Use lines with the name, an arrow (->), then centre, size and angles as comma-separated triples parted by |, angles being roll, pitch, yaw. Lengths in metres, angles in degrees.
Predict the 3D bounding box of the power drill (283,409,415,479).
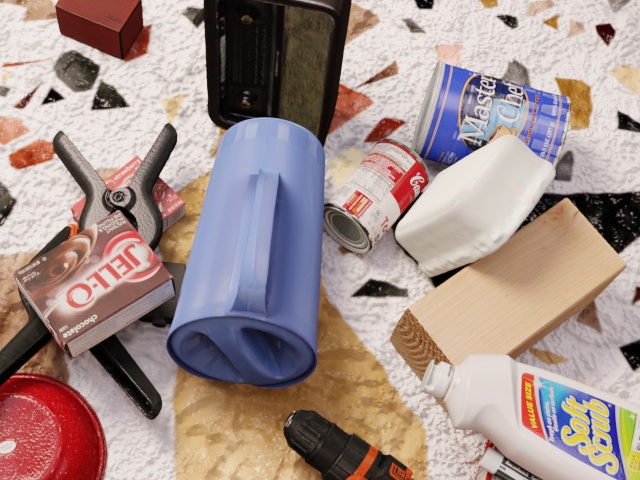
power drill -> 0.032, 0.229, 0.888 | 0.184, 0.187, 0.057 | 35, 109, 1

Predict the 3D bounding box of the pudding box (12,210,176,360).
pudding box -> -0.197, 0.038, 0.939 | 0.113, 0.039, 0.090 | -34, 62, -17

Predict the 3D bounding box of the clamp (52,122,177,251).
clamp -> -0.202, -0.039, 1.021 | 0.120, 0.039, 0.171 | 0, 64, 2

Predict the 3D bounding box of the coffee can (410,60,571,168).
coffee can -> 0.175, -0.118, 1.105 | 0.140, 0.103, 0.102 | 16, 64, 0

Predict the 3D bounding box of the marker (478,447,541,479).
marker -> 0.192, 0.218, 0.916 | 0.121, 0.020, 0.020 | 31, 65, 8

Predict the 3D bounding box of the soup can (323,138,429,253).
soup can -> 0.054, -0.045, 1.075 | 0.068, 0.068, 0.102 | 37, 66, 10

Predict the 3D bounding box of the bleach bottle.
bleach bottle -> 0.205, 0.168, 0.911 | 0.251, 0.068, 0.102 | 21, 62, 0

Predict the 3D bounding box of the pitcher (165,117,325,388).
pitcher -> -0.056, 0.001, 0.987 | 0.144, 0.149, 0.242 | 38, 45, -38

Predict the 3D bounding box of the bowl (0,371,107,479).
bowl -> -0.270, 0.184, 0.931 | 0.162, 0.055, 0.162 | 3, 65, -6

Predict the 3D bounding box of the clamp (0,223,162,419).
clamp -> -0.219, 0.074, 0.976 | 0.164, 0.036, 0.210 | 14, 45, -16

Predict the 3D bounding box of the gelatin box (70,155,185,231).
gelatin box -> -0.190, -0.030, 1.056 | 0.073, 0.030, 0.089 | 43, 67, 13

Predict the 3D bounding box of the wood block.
wood block -> 0.179, 0.061, 1.030 | 0.205, 0.090, 0.091 | -33, 73, -21

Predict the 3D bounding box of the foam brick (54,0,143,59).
foam brick -> -0.235, -0.239, 1.137 | 0.078, 0.051, 0.053 | 24, 65, 4
